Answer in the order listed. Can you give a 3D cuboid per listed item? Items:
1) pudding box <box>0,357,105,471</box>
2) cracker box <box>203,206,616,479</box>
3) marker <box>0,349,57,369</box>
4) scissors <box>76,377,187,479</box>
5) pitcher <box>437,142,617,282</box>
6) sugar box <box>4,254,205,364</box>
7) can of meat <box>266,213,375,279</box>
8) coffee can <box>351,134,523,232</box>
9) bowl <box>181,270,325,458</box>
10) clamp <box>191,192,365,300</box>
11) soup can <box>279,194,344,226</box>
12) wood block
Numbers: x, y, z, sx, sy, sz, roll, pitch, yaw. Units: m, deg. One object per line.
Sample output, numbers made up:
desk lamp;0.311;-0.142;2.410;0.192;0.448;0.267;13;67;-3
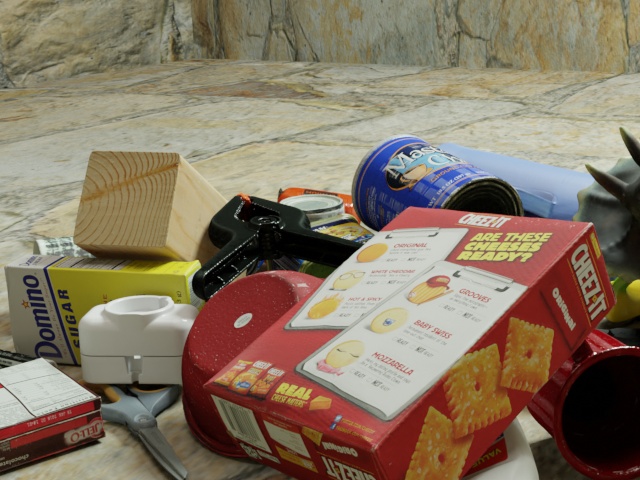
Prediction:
pudding box;-0.229;0.130;0.812;0.089;0.039;0.114;-13;20;-34
cracker box;0.058;0.068;0.676;0.213;0.072;0.164;-40;29;-29
marker;-0.282;0.106;0.945;0.121;0.020;0.020;7;18;32
scissors;-0.122;0.135;0.820;0.096;0.016;0.202;-15;20;-38
pitcher;0.219;-0.025;1.130;0.243;0.145;0.149;13;36;37
sugar box;-0.189;0.064;0.945;0.176;0.093;0.048;1;16;14
can of meat;0.010;0.020;1.013;0.102;0.057;0.084;-15;22;-19
coffee can;0.107;-0.032;1.006;0.102;0.103;0.140;-10;25;-27
bowl;-0.045;0.076;0.787;0.162;0.055;0.162;-19;42;18
clamp;-0.056;0.001;0.954;0.164;0.036;0.210;-9;21;-21
soup can;-0.007;0.010;1.091;0.068;0.102;0.068;-3;16;1
wood block;-0.143;-0.007;1.023;0.091;0.090;0.206;3;-16;16
